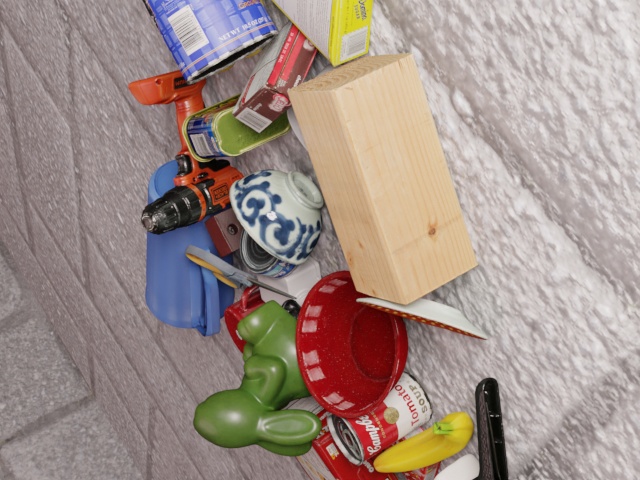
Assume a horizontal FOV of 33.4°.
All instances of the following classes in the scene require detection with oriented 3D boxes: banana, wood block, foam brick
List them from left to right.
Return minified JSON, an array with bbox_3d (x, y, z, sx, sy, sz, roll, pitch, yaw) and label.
[{"bbox_3d":[-0.099,-0.020,1.358,0.053,0.078,0.051,64,159,-2],"label":"foam brick"},{"bbox_3d":[0.058,-0.057,0.975,0.090,0.090,0.206,14,127,61],"label":"wood block"},{"bbox_3d":[0.120,0.219,1.168,0.198,0.069,0.037,123,147,-60],"label":"banana"}]

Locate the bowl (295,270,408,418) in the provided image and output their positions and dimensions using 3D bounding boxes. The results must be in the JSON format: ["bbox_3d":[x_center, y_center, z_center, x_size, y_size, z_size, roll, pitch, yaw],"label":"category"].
[{"bbox_3d":[0.045,0.114,1.181,0.162,0.055,0.162,-2,88,47],"label":"bowl"}]

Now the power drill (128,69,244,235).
[{"bbox_3d":[-0.175,-0.113,1.315,0.057,0.184,0.187,-5,105,32],"label":"power drill"}]

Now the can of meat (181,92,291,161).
[{"bbox_3d":[-0.092,-0.129,1.198,0.084,0.102,0.057,5,120,61],"label":"can of meat"}]

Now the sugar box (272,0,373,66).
[{"bbox_3d":[-0.018,-0.251,0.984,0.176,0.048,0.093,54,157,28],"label":"sugar box"}]

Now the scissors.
[{"bbox_3d":[-0.091,0.054,1.359,0.202,0.016,0.096,24,166,32],"label":"scissors"}]

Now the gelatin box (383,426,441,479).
[{"bbox_3d":[0.105,0.246,1.277,0.089,0.030,0.073,49,153,29],"label":"gelatin box"}]

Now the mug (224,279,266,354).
[{"bbox_3d":[-0.078,0.101,1.436,0.093,0.081,0.117,41,149,41],"label":"mug"}]

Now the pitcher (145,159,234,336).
[{"bbox_3d":[-0.180,0.011,1.501,0.149,0.144,0.243,21,139,12],"label":"pitcher"}]

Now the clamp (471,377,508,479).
[{"bbox_3d":[0.176,0.250,1.056,0.165,0.036,0.210,52,132,32],"label":"clamp"}]

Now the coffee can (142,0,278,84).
[{"bbox_3d":[-0.118,-0.237,1.030,0.140,0.102,0.103,61,157,-6],"label":"coffee can"}]

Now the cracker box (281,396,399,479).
[{"bbox_3d":[0.017,0.272,1.391,0.164,0.072,0.214,60,164,-21],"label":"cracker box"}]

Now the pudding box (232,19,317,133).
[{"bbox_3d":[-0.042,-0.166,1.067,0.039,0.090,0.114,28,162,-16],"label":"pudding box"}]

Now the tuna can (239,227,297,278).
[{"bbox_3d":[-0.058,0.002,1.292,0.086,0.033,0.086,-15,68,43],"label":"tuna can"}]

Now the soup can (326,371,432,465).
[{"bbox_3d":[0.068,0.201,1.213,0.069,0.102,0.068,46,152,34],"label":"soup can"}]
